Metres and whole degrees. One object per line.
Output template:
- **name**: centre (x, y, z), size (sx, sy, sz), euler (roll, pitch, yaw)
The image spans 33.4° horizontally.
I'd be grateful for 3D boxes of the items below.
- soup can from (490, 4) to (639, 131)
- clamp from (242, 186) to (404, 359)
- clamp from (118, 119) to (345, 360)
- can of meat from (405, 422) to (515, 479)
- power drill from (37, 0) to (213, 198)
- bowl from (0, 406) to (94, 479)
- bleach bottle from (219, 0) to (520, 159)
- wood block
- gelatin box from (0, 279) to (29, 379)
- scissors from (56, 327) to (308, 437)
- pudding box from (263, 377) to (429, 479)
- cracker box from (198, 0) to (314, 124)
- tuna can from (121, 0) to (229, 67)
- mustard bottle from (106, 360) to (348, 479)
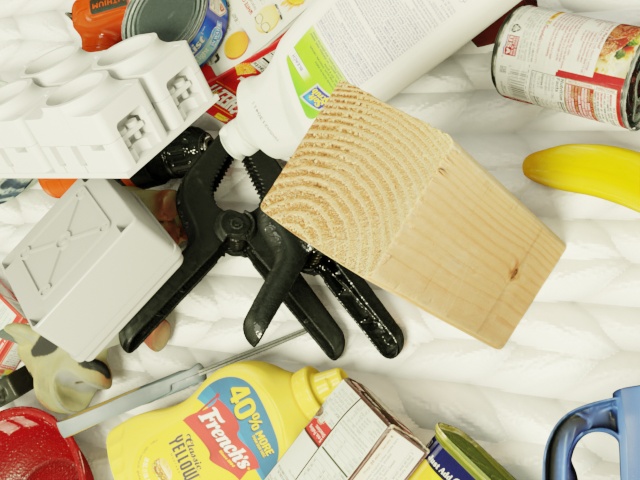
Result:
- **soup can**: centre (0.177, -0.119, 0.729), size (0.102, 0.068, 0.068), euler (21, 85, 34)
- **clamp**: centre (0.003, 0.014, 0.785), size (0.039, 0.120, 0.171), euler (-46, 33, 46)
- **clamp**: centre (-0.055, 0.001, 0.822), size (0.164, 0.036, 0.210), euler (9, 60, -4)
- **can of meat**: centre (0.090, 0.183, 0.684), size (0.102, 0.057, 0.084), euler (42, 98, 33)
- **power drill**: centre (-0.166, -0.132, 0.939), size (0.185, 0.057, 0.187), euler (-7, 71, 28)
- **bowl**: centre (-0.235, 0.218, 0.862), size (0.162, 0.055, 0.162), euler (-10, 69, 27)
- **bleach bottle**: centre (0.020, -0.143, 0.775), size (0.251, 0.068, 0.102), euler (-33, 83, 27)
- **wood block**: centre (0.067, -0.008, 0.671), size (0.090, 0.205, 0.091), euler (33, 92, 34)
- **gelatin box**: centre (-0.300, 0.079, 0.963), size (0.089, 0.030, 0.073), euler (35, 94, 34)
- **scissors**: centre (-0.108, 0.109, 0.840), size (0.201, 0.096, 0.016), euler (-21, 88, -10)
- **pudding box**: centre (0.010, 0.156, 0.707), size (0.113, 0.039, 0.090), euler (-54, 24, 1)
- **cracker box**: centre (-0.026, -0.217, 0.878), size (0.214, 0.072, 0.164), euler (-27, 61, 22)
- **tuna can**: centre (-0.116, -0.175, 0.854), size (0.086, 0.033, 0.086), euler (-12, 67, 29)
- **mustard bottle**: centre (-0.061, 0.143, 0.783), size (0.192, 0.058, 0.096), euler (-30, 75, 17)
